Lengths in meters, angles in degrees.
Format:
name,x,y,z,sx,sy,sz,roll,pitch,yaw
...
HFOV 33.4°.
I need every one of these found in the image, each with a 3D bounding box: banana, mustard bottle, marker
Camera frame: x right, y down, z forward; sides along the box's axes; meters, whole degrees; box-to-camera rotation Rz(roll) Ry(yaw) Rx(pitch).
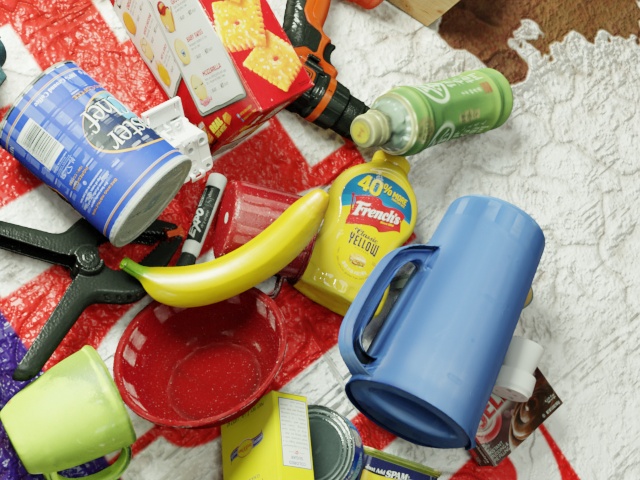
name,x,y,z,sx,sy,sz,roll,pitch,yaw
banana,-0.077,0.016,0.963,0.198,0.037,0.069,-21,129,-1
mustard bottle,0.047,-0.020,1.092,0.096,0.058,0.191,28,68,-11
marker,-0.116,-0.012,1.027,0.020,0.020,0.121,27,59,-16

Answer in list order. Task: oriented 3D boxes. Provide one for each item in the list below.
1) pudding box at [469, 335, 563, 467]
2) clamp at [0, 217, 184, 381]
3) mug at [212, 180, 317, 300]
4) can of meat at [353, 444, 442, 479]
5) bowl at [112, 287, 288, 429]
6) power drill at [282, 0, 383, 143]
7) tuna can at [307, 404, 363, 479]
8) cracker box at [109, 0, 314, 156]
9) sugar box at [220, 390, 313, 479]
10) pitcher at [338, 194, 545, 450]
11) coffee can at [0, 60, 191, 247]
name,x,y,z,sx,sy,sz,roll,pitch,yaw
pudding box,0.186,0.169,1.121,0.113,0.039,0.090,-36,93,-27
clamp,-0.214,0.033,0.964,0.209,0.036,0.164,-11,69,-31
mug,-0.057,0.001,1.026,0.081,0.093,0.117,14,80,-16
can of meat,0.059,0.252,1.037,0.102,0.058,0.084,22,72,-19
bowl,-0.103,0.114,0.970,0.162,0.055,0.162,-7,47,8
power drill,0.013,-0.211,1.120,0.184,0.057,0.187,30,67,-19
tuna can,-0.003,0.200,1.008,0.086,0.033,0.086,-7,68,19
cracker box,-0.112,-0.200,1.003,0.072,0.164,0.214,-30,92,-28
sugar box,-0.046,0.232,0.944,0.048,0.093,0.176,18,51,-31
pitcher,0.124,0.071,1.050,0.145,0.149,0.242,19,64,19
coffee can,-0.201,-0.077,0.953,0.140,0.103,0.102,40,65,4
